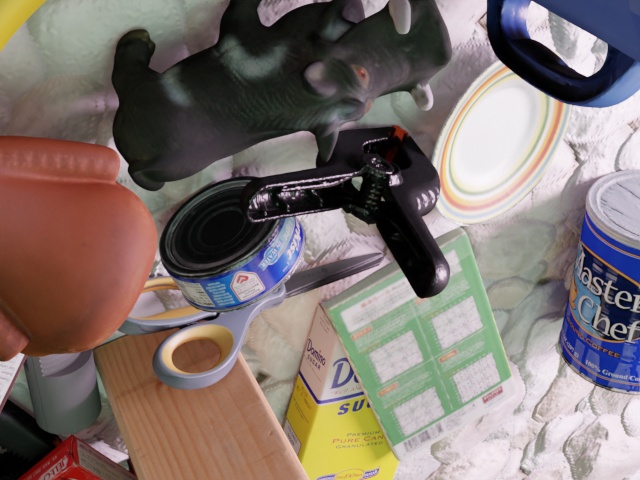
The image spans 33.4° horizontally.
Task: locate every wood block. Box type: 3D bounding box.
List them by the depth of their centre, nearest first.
[{"bbox_3d":[-0.065,0.144,0.666,0.090,0.206,0.090,-23,131,-11],"label":"wood block"}]

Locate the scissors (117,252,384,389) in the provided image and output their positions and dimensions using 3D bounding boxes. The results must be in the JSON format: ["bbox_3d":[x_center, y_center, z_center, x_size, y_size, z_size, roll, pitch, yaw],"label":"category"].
[{"bbox_3d":[-0.035,0.049,0.694,0.201,0.096,0.016,-4,137,-21],"label":"scissors"}]

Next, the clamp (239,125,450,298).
[{"bbox_3d":[0.037,-0.024,0.630,0.039,0.120,0.171,-62,170,32],"label":"clamp"}]

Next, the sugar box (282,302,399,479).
[{"bbox_3d":[0.025,0.128,0.808,0.093,0.048,0.176,-1,125,-26],"label":"sugar box"}]

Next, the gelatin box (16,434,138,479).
[{"bbox_3d":[-0.159,0.178,0.707,0.073,0.030,0.089,-38,128,10],"label":"gelatin box"}]

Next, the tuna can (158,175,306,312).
[{"bbox_3d":[-0.054,0.001,0.648,0.086,0.086,0.033,-32,130,-3],"label":"tuna can"}]
